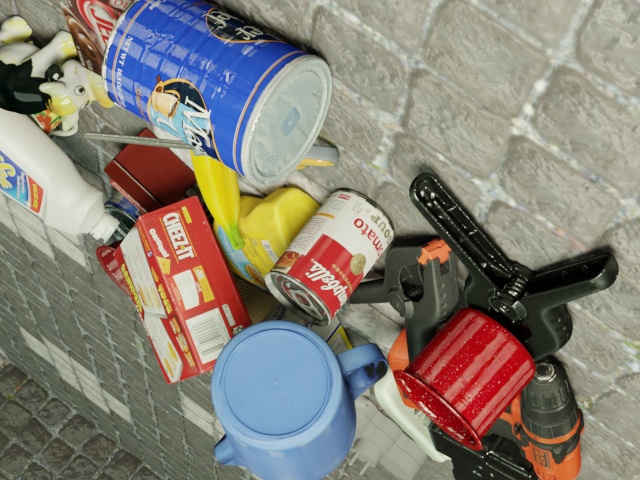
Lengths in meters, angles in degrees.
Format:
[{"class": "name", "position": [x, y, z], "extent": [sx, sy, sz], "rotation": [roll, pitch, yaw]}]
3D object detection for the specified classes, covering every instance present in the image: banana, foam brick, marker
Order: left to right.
[{"class": "foam brick", "position": [-0.177, -0.069, 1.109], "extent": [0.078, 0.051, 0.053], "rotation": [44, 158, -13]}, {"class": "marker", "position": [-0.116, -0.041, 1.112], "extent": [0.020, 0.020, 0.121], "rotation": [38, 158, 2]}, {"class": "banana", "position": [-0.091, -0.083, 0.949], "extent": [0.070, 0.037, 0.198], "rotation": [41, 151, 37]}]

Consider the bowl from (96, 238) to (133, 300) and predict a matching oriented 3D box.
[{"class": "bowl", "position": [-0.209, 0.045, 1.371], "extent": [0.162, 0.055, 0.162], "rotation": [32, 157, 15]}]

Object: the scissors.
[{"class": "scissors", "position": [-0.087, -0.073, 0.875], "extent": [0.201, 0.016, 0.096], "rotation": [4, 176, -5]}]

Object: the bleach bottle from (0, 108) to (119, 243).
[{"class": "bleach bottle", "position": [-0.317, -0.088, 1.128], "extent": [0.250, 0.068, 0.103], "rotation": [38, 138, -11]}]

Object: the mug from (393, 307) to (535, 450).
[{"class": "mug", "position": [0.122, 0.114, 0.879], "extent": [0.093, 0.081, 0.117], "rotation": [38, 166, 25]}]

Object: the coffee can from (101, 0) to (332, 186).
[{"class": "coffee can", "position": [-0.077, -0.117, 0.797], "extent": [0.140, 0.102, 0.103], "rotation": [30, 156, 22]}]

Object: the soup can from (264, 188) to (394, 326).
[{"class": "soup can", "position": [0.009, 0.014, 0.915], "extent": [0.068, 0.102, 0.068], "rotation": [32, 157, 15]}]

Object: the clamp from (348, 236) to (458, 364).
[{"class": "clamp", "position": [0.073, 0.046, 0.936], "extent": [0.120, 0.039, 0.172], "rotation": [43, 143, 26]}]

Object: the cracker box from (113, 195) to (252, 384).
[{"class": "cracker box", "position": [-0.145, 0.058, 1.118], "extent": [0.164, 0.072, 0.214], "rotation": [67, 161, 3]}]

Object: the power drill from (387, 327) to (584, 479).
[{"class": "power drill", "position": [0.155, 0.143, 0.998], "extent": [0.188, 0.057, 0.184], "rotation": [25, 151, 33]}]

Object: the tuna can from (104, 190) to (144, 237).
[{"class": "tuna can", "position": [-0.219, -0.025, 1.281], "extent": [0.086, 0.033, 0.086], "rotation": [32, 157, 15]}]

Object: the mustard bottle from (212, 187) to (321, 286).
[{"class": "mustard bottle", "position": [-0.057, 0.001, 1.047], "extent": [0.096, 0.058, 0.192], "rotation": [57, 153, -16]}]

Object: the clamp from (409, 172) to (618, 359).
[{"class": "clamp", "position": [0.158, 0.040, 0.822], "extent": [0.165, 0.036, 0.210], "rotation": [25, 156, 34]}]

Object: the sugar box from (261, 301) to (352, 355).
[{"class": "sugar box", "position": [-0.012, 0.131, 1.185], "extent": [0.048, 0.093, 0.176], "rotation": [23, 153, 38]}]

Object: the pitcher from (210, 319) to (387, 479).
[{"class": "pitcher", "position": [-0.023, 0.142, 0.970], "extent": [0.145, 0.149, 0.243], "rotation": [17, 165, 6]}]

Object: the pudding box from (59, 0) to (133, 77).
[{"class": "pudding box", "position": [-0.172, -0.177, 0.911], "extent": [0.090, 0.039, 0.113], "rotation": [30, 157, 18]}]
